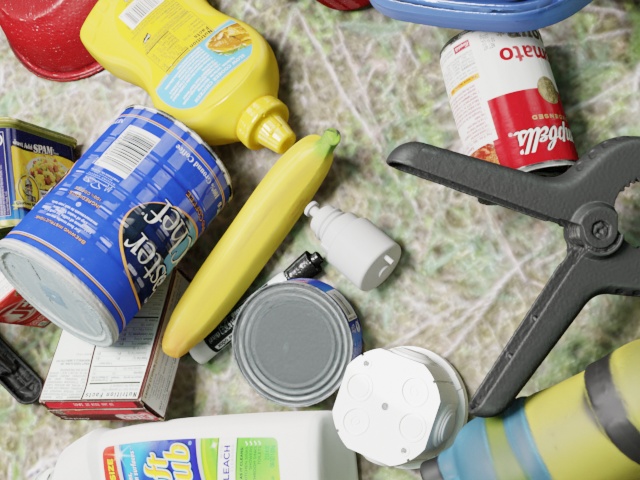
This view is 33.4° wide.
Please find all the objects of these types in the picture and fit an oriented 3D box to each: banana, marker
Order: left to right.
[{"bbox_3d":[-0.049,-0.004,0.751,0.037,0.069,0.198,37,102,7],"label":"banana"},{"bbox_3d":[-0.046,0.047,0.768,0.121,0.020,0.020,-39,67,15],"label":"marker"}]

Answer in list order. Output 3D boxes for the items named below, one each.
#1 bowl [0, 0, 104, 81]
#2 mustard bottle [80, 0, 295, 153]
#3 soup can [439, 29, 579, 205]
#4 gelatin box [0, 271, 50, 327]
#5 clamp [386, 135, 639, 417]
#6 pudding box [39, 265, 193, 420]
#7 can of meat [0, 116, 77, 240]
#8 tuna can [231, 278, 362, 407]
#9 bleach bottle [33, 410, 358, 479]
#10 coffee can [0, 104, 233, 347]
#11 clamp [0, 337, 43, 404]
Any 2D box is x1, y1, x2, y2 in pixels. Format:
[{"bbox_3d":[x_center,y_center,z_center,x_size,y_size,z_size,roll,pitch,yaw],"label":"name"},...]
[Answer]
[{"bbox_3d":[-0.215,-0.215,0.874,0.162,0.055,0.162,-5,79,26],"label":"bowl"},{"bbox_3d":[-0.087,-0.126,0.793,0.096,0.058,0.192,-44,65,-8],"label":"mustard bottle"},{"bbox_3d":[0.120,-0.081,0.680,0.069,0.068,0.102,-19,73,22],"label":"soup can"},{"bbox_3d":[-0.215,0.031,0.823,0.089,0.073,0.030,-39,67,16],"label":"gelatin box"},{"bbox_3d":[0.148,-0.013,0.621,0.210,0.036,0.164,-25,94,-6],"label":"clamp"},{"bbox_3d":[-0.146,0.075,0.781,0.090,0.039,0.113,-4,58,25],"label":"pudding box"},{"bbox_3d":[-0.231,-0.041,0.828,0.058,0.102,0.084,-14,78,23],"label":"can of meat"},{"bbox_3d":[-0.015,0.069,0.730,0.086,0.033,0.086,1,94,17],"label":"tuna can"},{"bbox_3d":[-0.098,0.177,0.749,0.251,0.068,0.102,-10,77,27],"label":"bleach bottle"},{"bbox_3d":[-0.142,-0.011,0.746,0.103,0.103,0.140,22,60,27],"label":"coffee can"},{"bbox_3d":[-0.293,0.055,0.838,0.039,0.120,0.172,-44,60,-14],"label":"clamp"}]
